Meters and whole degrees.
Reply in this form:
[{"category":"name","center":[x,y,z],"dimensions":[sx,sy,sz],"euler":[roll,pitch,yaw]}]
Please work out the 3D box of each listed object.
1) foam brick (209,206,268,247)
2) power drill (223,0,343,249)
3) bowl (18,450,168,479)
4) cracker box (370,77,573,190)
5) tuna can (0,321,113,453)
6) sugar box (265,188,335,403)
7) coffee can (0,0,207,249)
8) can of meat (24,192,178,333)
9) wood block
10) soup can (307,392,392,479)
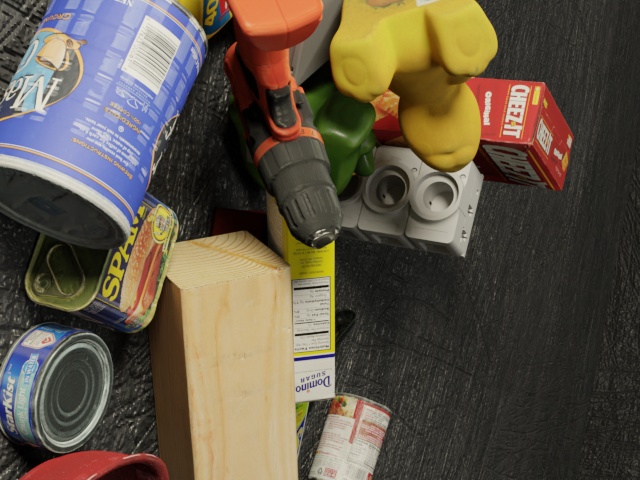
[{"category":"foam brick","center":[-0.056,0.001,0.926],"dimensions":[0.078,0.051,0.053],"euler":[1,98,-65]},{"category":"power drill","center":[-0.030,-0.107,0.720],"dimensions":[0.188,0.057,0.184],"euler":[90,-20,-59]},{"category":"bowl","center":[-0.175,0.197,0.708],"dimensions":[0.161,0.055,0.162],"euler":[-45,153,-31]},{"category":"cracker box","center":[0.138,-0.112,1.104],"dimensions":[0.164,0.214,0.072],"euler":[30,72,-63]},{"category":"tuna can","center":[-0.178,0.100,0.722],"dimensions":[0.086,0.034,0.086],"euler":[-33,128,-58]},{"category":"sugar box","center":[-0.016,0.032,0.857],"dimensions":[0.093,0.048,0.176],"euler":[-114,-161,-62]},{"category":"coffee can","center":[-0.141,-0.079,0.657],"dimensions":[0.102,0.103,0.140],"euler":[55,49,-56]},{"category":"can of meat","center":[-0.146,0.008,0.734],"dimensions":[0.084,0.057,0.102],"euler":[42,61,-64]},{"category":"wood block","center":[-0.077,0.108,0.838],"dimensions":[0.090,0.091,0.206],"euler":[-11,113,-24]},{"category":"soup can","center":[0.032,0.227,1.173],"dimensions":[0.068,0.069,0.102],"euler":[52,53,-58]}]
